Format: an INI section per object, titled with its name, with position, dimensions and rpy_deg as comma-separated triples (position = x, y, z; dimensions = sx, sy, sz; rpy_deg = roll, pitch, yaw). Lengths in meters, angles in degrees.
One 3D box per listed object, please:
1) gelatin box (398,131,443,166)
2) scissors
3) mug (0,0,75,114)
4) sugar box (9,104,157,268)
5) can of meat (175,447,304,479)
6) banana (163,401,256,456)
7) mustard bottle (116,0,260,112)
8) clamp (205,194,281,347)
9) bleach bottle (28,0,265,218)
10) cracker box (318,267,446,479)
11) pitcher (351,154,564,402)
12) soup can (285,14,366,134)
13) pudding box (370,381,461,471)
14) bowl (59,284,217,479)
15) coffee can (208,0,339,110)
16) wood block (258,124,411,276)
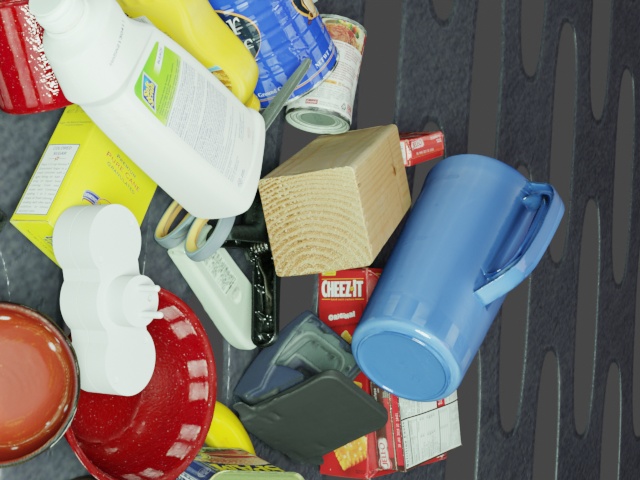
[gelatin box]
position = 0.076, -0.097, 1.141
dimensions = 0.073, 0.089, 0.030
rpy_deg = -19, 104, -52
[scissors]
position = -0.063, -0.060, 0.887
dimensions = 0.202, 0.096, 0.016
rpy_deg = -45, 129, 11
[mug]
position = -0.213, -0.137, 0.766
dimensions = 0.117, 0.093, 0.081
rpy_deg = -20, 113, -20
[sugar box]
position = -0.167, -0.062, 0.837
dimensions = 0.093, 0.048, 0.176
rpy_deg = 54, 48, -49
[can of meat]
position = -0.077, 0.210, 0.894
dimensions = 0.101, 0.084, 0.057
rpy_deg = 11, 90, -37
[banana]
position = -0.085, 0.213, 0.967
dimensions = 0.069, 0.037, 0.198
rpy_deg = -33, 115, -28
[mustard bottle]
position = -0.106, -0.155, 0.891
dimensions = 0.191, 0.096, 0.058
rpy_deg = 51, 51, -40
[clamp]
position = -0.056, 0.001, 0.967
dimensions = 0.171, 0.039, 0.120
rpy_deg = -79, 154, -52
[bleach bottle]
position = -0.123, -0.109, 0.772
dimensions = 0.250, 0.068, 0.102
rpy_deg = 47, 43, -57
[cracker box]
position = 0.071, 0.137, 1.145
dimensions = 0.163, 0.072, 0.214
rpy_deg = 5, 85, -53
[pitcher]
position = 0.130, 0.034, 1.034
dimensions = 0.149, 0.145, 0.242
rpy_deg = 101, 16, -48
[soup can]
position = 0.005, -0.165, 1.066
dimensions = 0.068, 0.069, 0.102
rpy_deg = 26, 70, -50
[pudding box]
position = 0.098, 0.178, 1.087
dimensions = 0.113, 0.039, 0.090
rpy_deg = -7, 93, -50
[bowl]
position = -0.157, 0.116, 0.846
dimensions = 0.161, 0.055, 0.162
rpy_deg = 9, 78, -51
[coffee can]
position = -0.057, -0.202, 0.953
dimensions = 0.102, 0.103, 0.140
rpy_deg = -59, 133, -36
[wood block]
position = 0.020, -0.043, 1.009
dimensions = 0.206, 0.090, 0.091
rpy_deg = -47, 127, -69
